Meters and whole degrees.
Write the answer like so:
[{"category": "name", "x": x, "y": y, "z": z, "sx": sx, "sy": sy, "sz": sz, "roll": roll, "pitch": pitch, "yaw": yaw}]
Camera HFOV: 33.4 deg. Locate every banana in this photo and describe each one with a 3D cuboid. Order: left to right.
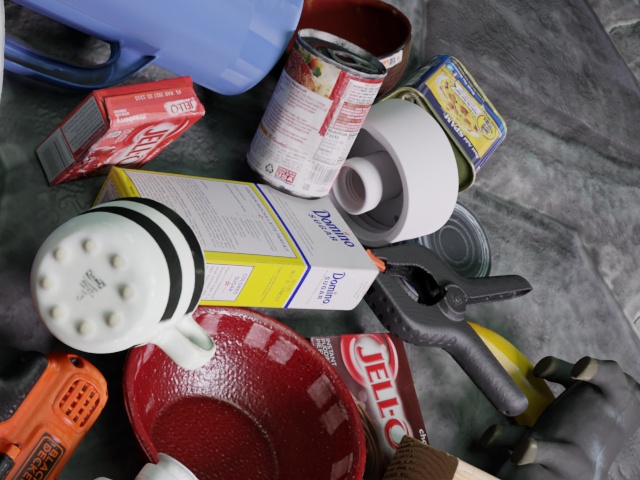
[{"category": "banana", "x": 0.170, "y": 0.150, "z": 0.859, "sx": 0.069, "sy": 0.037, "sz": 0.198, "roll": -16, "pitch": 81, "yaw": -43}]

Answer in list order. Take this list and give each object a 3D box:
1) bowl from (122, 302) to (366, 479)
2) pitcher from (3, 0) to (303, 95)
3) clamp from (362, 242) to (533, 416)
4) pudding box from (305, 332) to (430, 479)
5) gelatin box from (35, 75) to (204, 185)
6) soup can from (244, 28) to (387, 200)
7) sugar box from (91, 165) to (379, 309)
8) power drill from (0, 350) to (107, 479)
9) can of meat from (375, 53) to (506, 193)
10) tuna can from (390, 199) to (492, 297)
[{"category": "bowl", "x": -0.054, "y": 0.117, "z": 0.655, "sx": 0.162, "sy": 0.055, "sz": 0.162, "roll": 21, "pitch": 39, "yaw": -19}, {"category": "pitcher", "x": -0.136, "y": -0.182, "z": 0.705, "sx": 0.242, "sy": 0.149, "sz": 0.145, "roll": 25, "pitch": 30, "yaw": -33}, {"category": "clamp", "x": 0.095, "y": 0.060, "z": 0.794, "sx": 0.171, "sy": 0.039, "sz": 0.120, "roll": 18, "pitch": 50, "yaw": -26}, {"category": "pudding box", "x": 0.028, "y": 0.122, "z": 0.752, "sx": 0.089, "sy": 0.039, "sz": 0.113, "roll": 1, "pitch": 70, "yaw": -40}, {"category": "gelatin box", "x": -0.127, "y": -0.068, "z": 0.676, "sx": 0.073, "sy": 0.089, "sz": 0.030, "roll": -17, "pitch": 81, "yaw": -43}, {"category": "soup can", "x": -0.004, "y": -0.088, "z": 0.752, "sx": 0.068, "sy": 0.102, "sz": 0.068, "roll": 21, "pitch": 24, "yaw": -10}, {"category": "sugar box", "x": -0.055, "y": 0.001, "z": 0.713, "sx": 0.175, "sy": 0.048, "sz": 0.093, "roll": 8, "pitch": 36, "yaw": -40}, {"category": "power drill", "x": -0.211, "y": 0.093, "z": 0.523, "sx": 0.187, "sy": 0.057, "sz": 0.184, "roll": 53, "pitch": 52, "yaw": -32}, {"category": "can of meat", "x": 0.104, "y": -0.099, "z": 0.907, "sx": 0.102, "sy": 0.058, "sz": 0.083, "roll": 52, "pitch": 44, "yaw": -9}, {"category": "tuna can", "x": 0.099, "y": 0.007, "z": 0.869, "sx": 0.086, "sy": 0.034, "sz": 0.086, "roll": 18, "pitch": 60, "yaw": -33}]
